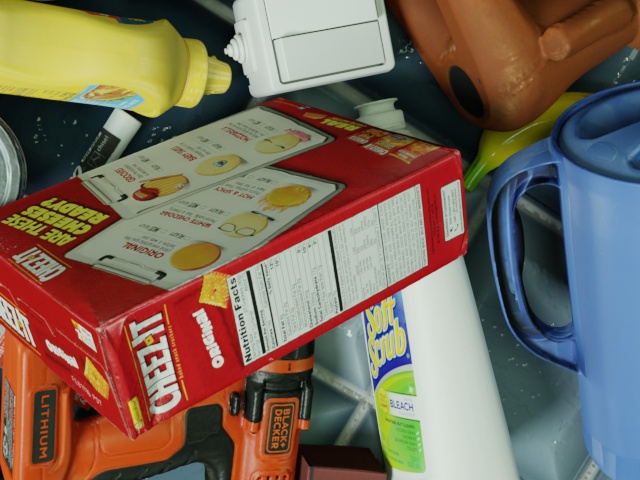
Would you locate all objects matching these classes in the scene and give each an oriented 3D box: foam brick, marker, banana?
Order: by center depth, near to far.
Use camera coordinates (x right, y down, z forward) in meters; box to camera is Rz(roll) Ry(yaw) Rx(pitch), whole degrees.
[{"bbox_3d":[-0.151,-0.027,0.656,0.020,0.020,0.121,34,89,-12],"label":"marker"},{"bbox_3d":[0.009,0.176,0.690,0.051,0.053,0.078,4,96,-11],"label":"foam brick"},{"bbox_3d":[0.188,-0.062,0.707,0.197,0.037,0.070,4,113,-9],"label":"banana"}]

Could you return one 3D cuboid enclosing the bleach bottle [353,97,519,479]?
[{"bbox_3d":[0.058,0.038,0.670,0.068,0.103,0.251,-13,92,-20],"label":"bleach bottle"}]

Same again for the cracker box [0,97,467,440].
[{"bbox_3d":[-0.054,0.001,0.566,0.213,0.164,0.072,-27,122,-29],"label":"cracker box"}]

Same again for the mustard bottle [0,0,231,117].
[{"bbox_3d":[-0.140,-0.104,0.605,0.191,0.096,0.058,4,90,-30],"label":"mustard bottle"}]

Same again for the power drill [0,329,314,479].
[{"bbox_3d":[-0.091,0.083,0.638,0.187,0.057,0.184,1,100,-25],"label":"power drill"}]
